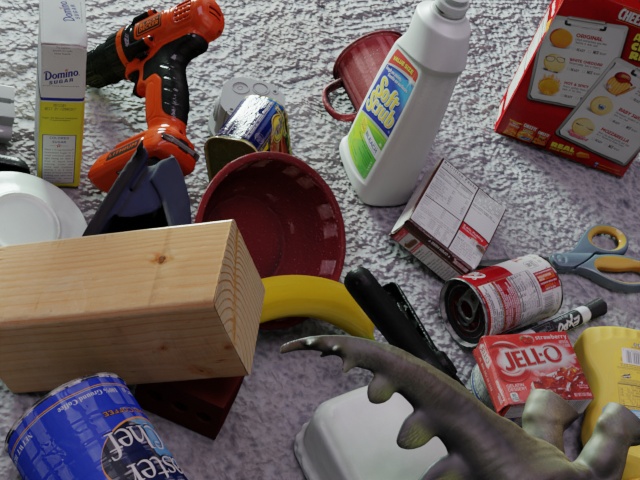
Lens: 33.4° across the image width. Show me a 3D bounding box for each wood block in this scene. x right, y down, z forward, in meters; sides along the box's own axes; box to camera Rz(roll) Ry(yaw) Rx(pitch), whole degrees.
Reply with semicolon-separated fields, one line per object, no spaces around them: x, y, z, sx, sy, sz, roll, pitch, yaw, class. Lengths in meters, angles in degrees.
-0.160;0.054;0.845;0.206;0.090;0.090;-6;45;15;wood block

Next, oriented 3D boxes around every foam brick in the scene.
-0.108;0.120;0.889;0.078;0.053;0.051;23;47;3;foam brick

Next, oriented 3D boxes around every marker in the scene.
0.242;0.083;1.063;0.120;0.020;0.020;-19;58;-31;marker

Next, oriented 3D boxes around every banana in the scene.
-0.022;0.063;0.935;0.197;0.037;0.069;9;63;-32;banana

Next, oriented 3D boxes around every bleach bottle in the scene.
0.089;-0.150;1.056;0.068;0.251;0.102;-2;51;-21;bleach bottle

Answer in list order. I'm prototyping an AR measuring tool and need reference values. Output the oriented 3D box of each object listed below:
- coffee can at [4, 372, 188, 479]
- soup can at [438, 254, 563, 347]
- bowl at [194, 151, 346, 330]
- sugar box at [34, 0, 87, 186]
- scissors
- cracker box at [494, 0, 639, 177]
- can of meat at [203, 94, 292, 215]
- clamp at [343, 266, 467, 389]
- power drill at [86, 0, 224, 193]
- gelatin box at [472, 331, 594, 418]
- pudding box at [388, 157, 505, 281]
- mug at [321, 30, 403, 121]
-0.153;0.183;0.784;0.102;0.103;0.140;-22;60;-33;coffee can
0.175;0.057;1.030;0.102;0.069;0.068;-16;57;-30;soup can
-0.056;0.001;0.979;0.161;0.055;0.162;3;85;-34;bowl
-0.241;-0.142;0.990;0.048;0.176;0.093;1;50;-18;sugar box
0.257;0.010;1.134;0.201;0.016;0.096;11;46;-9;scissors
0.311;-0.187;1.189;0.164;0.214;0.072;19;47;-2;cracker box
-0.068;-0.080;1.045;0.057;0.102;0.083;10;42;17;can of meat
0.093;0.110;0.928;0.036;0.164;0.210;-36;69;8;clamp
-0.178;-0.138;1.047;0.057;0.185;0.187;31;50;-45;power drill
0.190;0.120;0.956;0.089;0.030;0.073;0;50;-19;gelatin box
0.132;-0.019;1.089;0.090;0.039;0.113;38;45;-5;pudding box
0.059;-0.167;1.180;0.117;0.093;0.081;-20;61;-6;mug
